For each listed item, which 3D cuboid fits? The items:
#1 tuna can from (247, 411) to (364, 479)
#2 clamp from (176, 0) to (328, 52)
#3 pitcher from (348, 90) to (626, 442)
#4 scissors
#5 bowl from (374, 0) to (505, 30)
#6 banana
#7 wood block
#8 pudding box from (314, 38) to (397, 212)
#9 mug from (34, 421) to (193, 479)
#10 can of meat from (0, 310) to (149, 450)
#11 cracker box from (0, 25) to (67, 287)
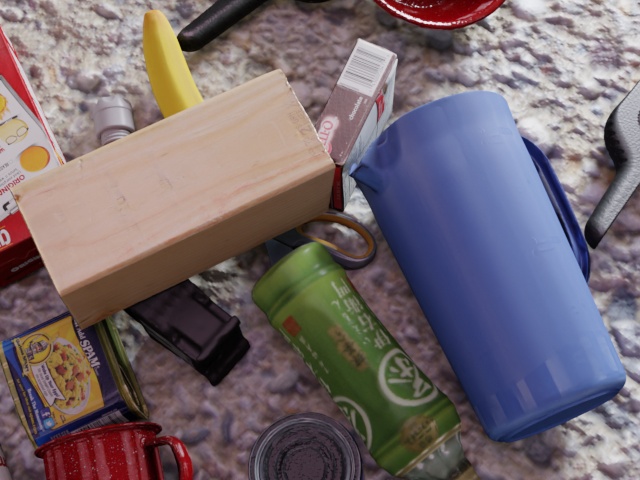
[{"bbox_3d":[-0.011,0.171,0.789,0.086,0.034,0.086,-2,67,4],"label":"tuna can"},{"bbox_3d":[-0.044,-0.262,0.973,0.210,0.036,0.164,-14,67,-4],"label":"clamp"},{"bbox_3d":[0.135,0.019,0.801,0.149,0.145,0.243,-25,71,6],"label":"pitcher"},{"bbox_3d":[-0.056,0.001,0.874,0.202,0.016,0.096,12,69,9],"label":"scissors"},{"bbox_3d":[0.093,-0.255,0.934,0.162,0.055,0.162,1,84,-12],"label":"bowl"},{"bbox_3d":[-0.102,-0.109,0.900,0.037,0.070,0.198,-8,52,-48],"label":"banana"},{"bbox_3d":[-0.102,-0.030,0.768,0.206,0.091,0.090,-26,75,-11],"label":"wood block"},{"bbox_3d":[0.024,-0.091,0.867,0.039,0.090,0.113,24,70,10],"label":"pudding box"},{"bbox_3d":[-0.142,0.178,0.762,0.117,0.093,0.081,-20,71,18],"label":"mug"},{"bbox_3d":[-0.190,0.106,0.818,0.084,0.057,0.102,-25,67,-4],"label":"can of meat"},{"bbox_3d":[-0.301,-0.062,0.889,0.164,0.072,0.214,-27,69,-5],"label":"cracker box"}]
